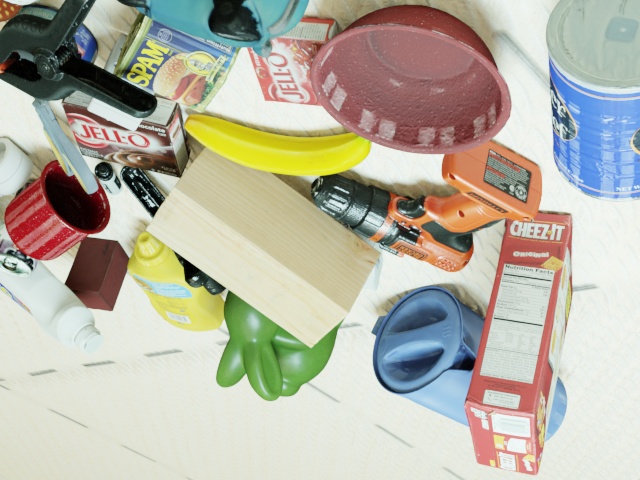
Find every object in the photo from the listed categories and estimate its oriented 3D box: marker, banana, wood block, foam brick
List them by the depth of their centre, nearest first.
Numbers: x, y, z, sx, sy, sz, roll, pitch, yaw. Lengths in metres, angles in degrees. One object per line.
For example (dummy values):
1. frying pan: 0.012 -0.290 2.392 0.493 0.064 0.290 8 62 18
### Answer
1. banana: -0.032 -0.092 1.014 0.198 0.037 0.069 3 131 21
2. wood block: -0.057 0.001 1.072 0.206 0.090 0.090 36 141 -6
3. marker: -0.224 -0.065 1.131 0.020 0.020 0.121 17 173 -4
4. foam brick: -0.280 0.043 1.341 0.053 0.078 0.051 7 150 16

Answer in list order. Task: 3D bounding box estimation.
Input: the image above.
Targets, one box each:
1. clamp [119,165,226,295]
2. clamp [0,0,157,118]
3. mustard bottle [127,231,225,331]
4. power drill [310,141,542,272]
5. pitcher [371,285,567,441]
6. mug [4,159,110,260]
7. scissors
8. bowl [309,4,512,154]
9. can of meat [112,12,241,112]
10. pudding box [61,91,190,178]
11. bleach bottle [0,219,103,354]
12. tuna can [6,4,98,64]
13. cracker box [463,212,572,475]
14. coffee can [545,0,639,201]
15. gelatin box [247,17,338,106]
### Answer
1. clamp: -0.151 0.002 1.197 0.036 0.164 0.210 -34 164 0
2. clamp: -0.213 -0.147 0.898 0.172 0.039 0.120 -4 119 43
3. mustard bottle: -0.185 0.046 1.318 0.096 0.058 0.191 13 154 21
4. power drill: 0.104 -0.040 1.016 0.184 0.057 0.188 23 154 -21
5. pitcher: 0.180 0.159 1.283 0.145 0.149 0.242 -36 131 28
6. mug: -0.287 -0.033 1.184 0.082 0.117 0.093 -32 91 31
7. scissors: -0.264 -0.115 1.061 0.096 0.016 0.202 48 163 23
8. bowl: 0.075 -0.136 0.850 0.162 0.055 0.162 12 152 6
9. can of meat: -0.120 -0.161 0.905 0.083 0.057 0.102 22 152 -17
10. pudding box: -0.190 -0.110 1.052 0.113 0.039 0.090 12 153 8
11. bleach bottle: -0.353 0.047 1.278 0.251 0.068 0.102 37 160 24
12. tuna can: -0.247 -0.174 0.969 0.086 0.033 0.086 12 152 6
13. cracker box: 0.200 0.102 1.057 0.072 0.213 0.164 8 151 17
14. coffee can: 0.219 -0.108 0.778 0.103 0.102 0.140 6 151 18
15. gelatin box: -0.019 -0.150 0.901 0.073 0.030 0.089 8 151 15
